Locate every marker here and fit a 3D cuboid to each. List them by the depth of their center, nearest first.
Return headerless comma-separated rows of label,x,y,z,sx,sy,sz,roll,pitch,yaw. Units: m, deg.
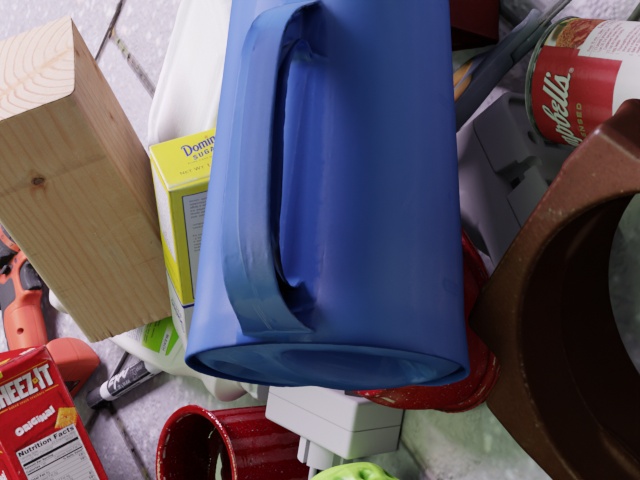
marker,-0.167,0.121,0.919,0.121,0.020,0.020,-33,65,42

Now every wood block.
wood block,-0.165,-0.035,0.733,0.091,0.206,0.090,-20,45,4

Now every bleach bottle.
bleach bottle,-0.118,0.061,0.838,0.251,0.067,0.103,31,110,41

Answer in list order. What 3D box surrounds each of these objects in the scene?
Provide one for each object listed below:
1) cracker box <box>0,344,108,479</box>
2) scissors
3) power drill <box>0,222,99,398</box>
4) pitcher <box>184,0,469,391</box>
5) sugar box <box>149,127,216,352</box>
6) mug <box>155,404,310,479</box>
cracker box,-0.230,0.198,0.873,0.164,0.072,0.214,-16,99,61
scissors,0.113,-0.117,0.607,0.016,0.096,0.202,41,106,-10
power drill,-0.265,0.053,1.000,0.185,0.057,0.188,-49,53,39
pitcher,0.004,-0.052,0.519,0.149,0.144,0.243,150,125,-62
sugar box,-0.055,0.001,0.692,0.176,0.093,0.048,95,153,-52
mug,-0.063,0.169,0.759,0.093,0.081,0.117,52,124,34
